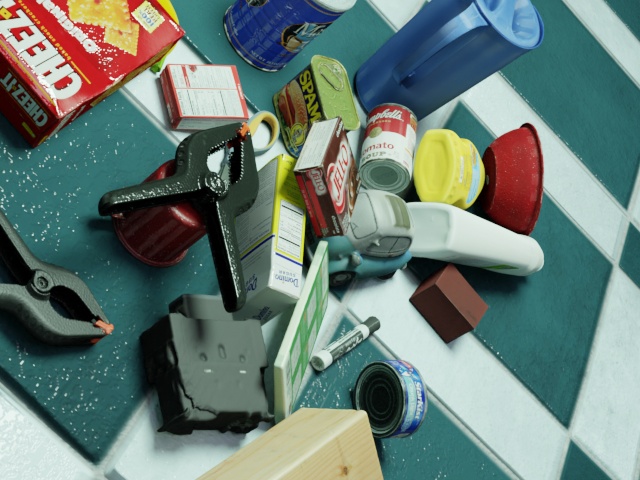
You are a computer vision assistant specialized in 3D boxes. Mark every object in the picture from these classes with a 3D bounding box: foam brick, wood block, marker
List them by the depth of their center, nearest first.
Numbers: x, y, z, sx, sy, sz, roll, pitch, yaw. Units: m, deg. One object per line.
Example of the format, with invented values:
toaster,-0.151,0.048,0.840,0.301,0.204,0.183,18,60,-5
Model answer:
wood block,-0.039,0.240,0.990,0.205,0.090,0.091,-26,105,-48
marker,0.031,0.114,1.209,0.120,0.020,0.020,-30,86,-49
foam brick,0.159,0.078,1.328,0.078,0.051,0.052,50,42,-6

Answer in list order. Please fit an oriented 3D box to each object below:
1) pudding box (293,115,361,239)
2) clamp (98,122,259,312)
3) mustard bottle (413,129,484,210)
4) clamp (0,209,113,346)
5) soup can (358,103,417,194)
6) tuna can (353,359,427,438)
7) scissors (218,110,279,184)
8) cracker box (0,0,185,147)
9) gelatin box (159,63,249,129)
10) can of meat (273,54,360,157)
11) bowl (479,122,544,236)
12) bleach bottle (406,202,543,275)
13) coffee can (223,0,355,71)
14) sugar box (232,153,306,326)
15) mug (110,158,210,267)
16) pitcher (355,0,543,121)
pudding box,0.009,-0.069,1.162,0.113,0.039,0.090,-75,152,-54
clamp,-0.105,-0.037,1.039,0.164,0.036,0.209,45,42,-12
mustard bottle,0.179,-0.089,1.421,0.191,0.058,0.096,5,87,-67
clamp,-0.267,0.049,0.956,0.171,0.039,0.120,41,45,-16
soup can,0.087,-0.117,1.373,0.068,0.069,0.102,32,47,-25
tuna can,0.075,0.172,1.162,0.033,0.086,0.086,5,61,-39
scissors,-0.112,-0.107,1.220,0.096,0.016,0.201,48,42,-6
cracker box,-0.266,-0.219,1.099,0.164,0.072,0.213,49,45,-6
gelatin box,-0.132,-0.162,1.213,0.089,0.030,0.073,-3,64,-29
can of meat,-0.007,-0.160,1.301,0.057,0.084,0.102,6,61,-41
bowl,0.256,-0.083,1.470,0.055,0.162,0.162,2,58,-7
bleach bottle,0.209,0.007,1.400,0.250,0.103,0.068,15,80,-46
coffee can,-0.038,-0.288,1.311,0.102,0.141,0.103,23,51,-32
sugar box,-0.057,0.002,1.143,0.048,0.094,0.176,23,51,-29
mug,-0.160,-0.033,1.077,0.117,0.082,0.093,14,56,-37
pitcher,0.153,-0.243,1.384,0.149,0.243,0.145,23,51,-31
